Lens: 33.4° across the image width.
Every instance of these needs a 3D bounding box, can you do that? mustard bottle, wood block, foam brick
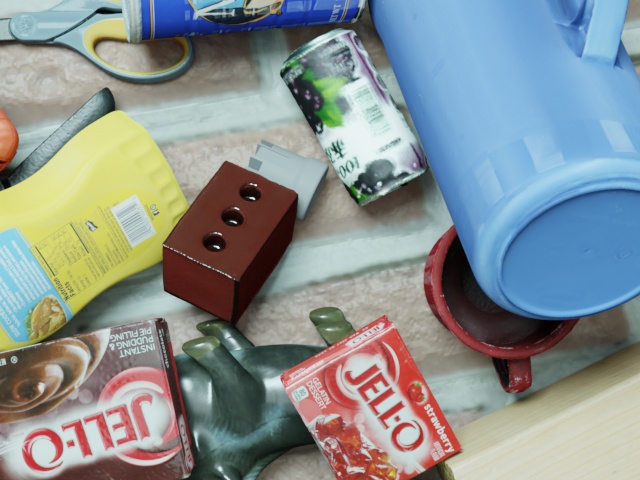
[{"bbox_3d":[-0.171,0.011,0.628,0.191,0.096,0.058,-36,46,-16],"label":"mustard bottle"},{"bbox_3d":[0.181,0.127,0.655,0.206,0.090,0.091,-25,89,-4],"label":"wood block"},{"bbox_3d":[-0.054,0.001,0.648,0.053,0.051,0.078,24,54,11],"label":"foam brick"}]

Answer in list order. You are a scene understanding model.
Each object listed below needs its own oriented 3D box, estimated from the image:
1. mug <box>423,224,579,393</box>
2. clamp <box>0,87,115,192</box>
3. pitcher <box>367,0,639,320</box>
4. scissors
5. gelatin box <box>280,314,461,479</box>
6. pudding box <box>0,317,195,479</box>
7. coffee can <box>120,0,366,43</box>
[{"bbox_3d":[0.111,0.036,0.659,0.093,0.081,0.117,-12,88,-3],"label":"mug"},{"bbox_3d":[-0.196,-0.033,0.671,0.120,0.039,0.171,6,92,2],"label":"clamp"},{"bbox_3d":[0.112,-0.086,0.573,0.145,0.149,0.243,-23,45,13],"label":"pitcher"},{"bbox_3d":[-0.177,-0.154,0.687,0.201,0.016,0.096,12,86,-3],"label":"scissors"},{"bbox_3d":[0.029,0.099,0.617,0.073,0.030,0.089,-29,102,-4],"label":"gelatin box"},{"bbox_3d":[-0.134,0.098,0.601,0.113,0.039,0.090,-13,89,4],"label":"pudding box"},{"bbox_3d":[-0.051,-0.176,0.640,0.140,0.103,0.103,-7,88,-11],"label":"coffee can"}]
